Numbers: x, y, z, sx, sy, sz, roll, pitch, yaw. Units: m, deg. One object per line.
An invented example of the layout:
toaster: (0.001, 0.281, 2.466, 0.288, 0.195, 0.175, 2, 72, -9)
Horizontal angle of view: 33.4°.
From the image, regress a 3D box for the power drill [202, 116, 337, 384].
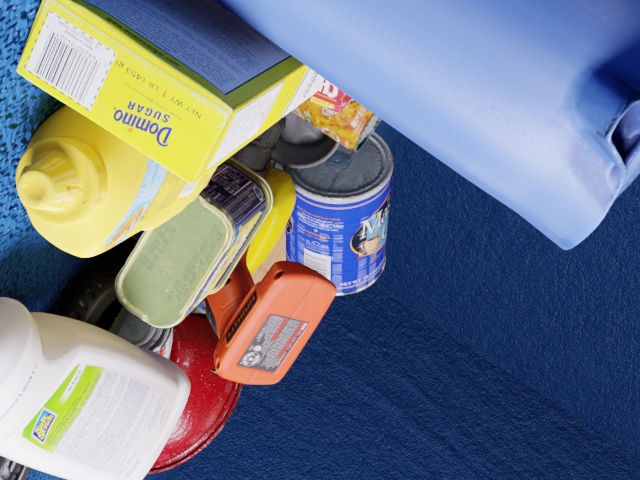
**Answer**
power drill: (-0.055, 0.001, 0.805, 0.185, 0.057, 0.188, -59, -143, 23)

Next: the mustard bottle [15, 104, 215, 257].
mustard bottle: (-0.105, -0.040, 0.557, 0.096, 0.058, 0.191, -60, 176, 16)

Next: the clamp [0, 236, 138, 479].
clamp: (-0.182, 0.086, 0.747, 0.209, 0.036, 0.165, -55, 170, -33)

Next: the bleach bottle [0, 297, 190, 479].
bleach bottle: (-0.156, 0.084, 0.636, 0.102, 0.068, 0.250, -63, 162, -14)

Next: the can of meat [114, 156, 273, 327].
can of meat: (-0.084, 0.002, 0.710, 0.102, 0.057, 0.083, -56, 178, 21)

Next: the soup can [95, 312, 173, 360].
soup can: (-0.153, 0.079, 0.857, 0.068, 0.068, 0.102, -55, 175, -23)

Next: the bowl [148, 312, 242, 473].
bowl: (-0.150, 0.122, 0.948, 0.162, 0.162, 0.055, -56, 138, -16)

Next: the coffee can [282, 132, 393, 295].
coffee can: (0.016, -0.029, 1.029, 0.102, 0.103, 0.140, -54, 157, -35)

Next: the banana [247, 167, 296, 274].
banana: (-0.054, -0.019, 0.961, 0.069, 0.037, 0.198, -47, 173, -21)

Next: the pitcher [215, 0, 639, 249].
pitcher: (0.046, -0.115, 0.467, 0.145, 0.243, 0.149, -55, 176, -24)

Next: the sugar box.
sugar box: (-0.056, -0.090, 0.510, 0.048, 0.093, 0.176, -58, 176, 24)
